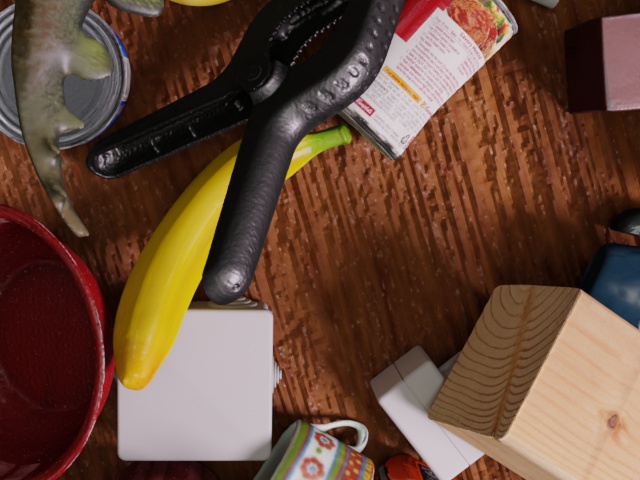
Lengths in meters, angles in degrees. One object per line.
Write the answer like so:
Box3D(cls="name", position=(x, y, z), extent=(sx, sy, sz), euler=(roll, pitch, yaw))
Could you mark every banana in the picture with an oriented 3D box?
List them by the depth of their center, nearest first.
Box3D(cls="banana", position=(-0.063, -0.003, 0.597), extent=(0.197, 0.070, 0.037), euler=(-53, 122, -23))

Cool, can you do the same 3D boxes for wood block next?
Box3D(cls="wood block", position=(0.179, 0.116, 0.600), extent=(0.206, 0.090, 0.091), euler=(34, 78, -16))

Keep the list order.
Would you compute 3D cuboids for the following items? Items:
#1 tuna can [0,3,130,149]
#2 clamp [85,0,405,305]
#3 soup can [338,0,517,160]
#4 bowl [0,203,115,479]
Box3D(cls="tuna can", position=(-0.153, -0.095, 0.615), extent=(0.086, 0.034, 0.086), euler=(0, 96, -3))
Box3D(cls="clamp", position=(-0.024, -0.071, 0.569), extent=(0.210, 0.165, 0.036), euler=(-43, 136, 4))
Box3D(cls="soup can", position=(0.052, -0.104, 0.607), extent=(0.068, 0.068, 0.102), euler=(42, 93, -6))
Box3D(cls="bowl", position=(-0.171, 0.058, 0.601), extent=(0.162, 0.055, 0.162), euler=(2, 95, 27))
